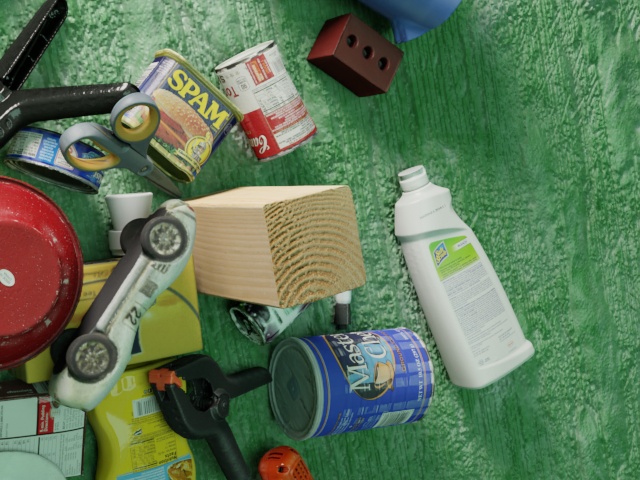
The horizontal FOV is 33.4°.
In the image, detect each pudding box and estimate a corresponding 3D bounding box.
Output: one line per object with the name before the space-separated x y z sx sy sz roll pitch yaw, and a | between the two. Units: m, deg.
pudding box | -0.266 0.171 0.949 0.113 0.039 0.090 -2 109 -28

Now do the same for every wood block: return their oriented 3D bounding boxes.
wood block | -0.056 0.001 0.979 0.090 0.206 0.091 -15 99 -29

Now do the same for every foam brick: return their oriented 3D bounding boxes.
foam brick | 0.037 -0.193 1.117 0.078 0.051 0.053 30 76 -28

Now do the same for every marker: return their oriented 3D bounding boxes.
marker | 0.025 0.034 1.137 0.020 0.020 0.121 1 91 -31

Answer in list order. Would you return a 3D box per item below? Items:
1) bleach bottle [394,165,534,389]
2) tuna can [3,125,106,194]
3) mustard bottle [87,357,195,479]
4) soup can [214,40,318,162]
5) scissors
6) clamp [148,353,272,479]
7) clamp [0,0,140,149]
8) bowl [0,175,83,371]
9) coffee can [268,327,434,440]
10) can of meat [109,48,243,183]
bleach bottle | 0.150 0.034 1.187 0.102 0.068 0.251 -28 103 -27
tuna can | -0.233 -0.071 0.943 0.086 0.086 0.034 22 79 -29
mustard bottle | -0.166 0.211 1.008 0.096 0.058 0.191 -11 97 -37
soup can | -0.053 -0.138 1.056 0.068 0.069 0.102 -34 107 -25
scissors | -0.148 -0.080 0.938 0.016 0.096 0.201 56 18 20
clamp | -0.104 0.166 1.014 0.171 0.039 0.120 27 59 -53
clamp | -0.275 -0.127 0.917 0.210 0.165 0.036 -27 142 -8
bowl | -0.257 0.028 0.841 0.161 0.055 0.162 -2 93 -31
coffee can | 0.031 0.145 1.096 0.140 0.103 0.103 -2 93 -31
can of meat | -0.138 -0.116 1.015 0.102 0.058 0.084 42 74 -25
